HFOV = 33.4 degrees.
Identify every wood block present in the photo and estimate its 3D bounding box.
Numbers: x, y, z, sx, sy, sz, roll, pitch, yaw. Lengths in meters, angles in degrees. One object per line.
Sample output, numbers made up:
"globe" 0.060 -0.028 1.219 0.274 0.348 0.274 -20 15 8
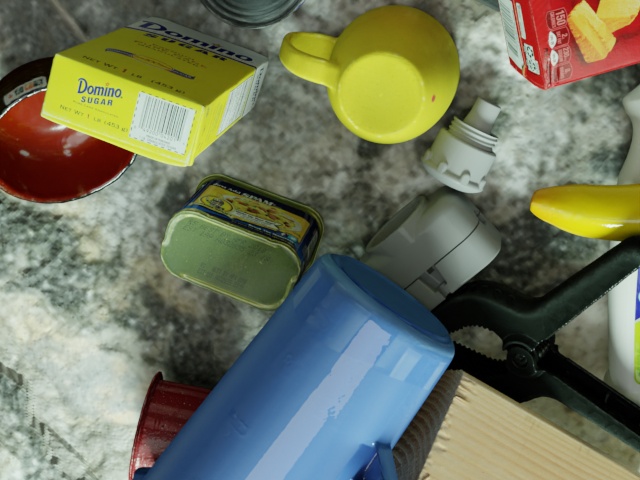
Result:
"wood block" 0.144 0.177 0.739 0.206 0.090 0.090 31 74 -14

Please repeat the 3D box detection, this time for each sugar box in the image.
"sugar box" -0.097 -0.101 0.680 0.093 0.176 0.048 20 113 2

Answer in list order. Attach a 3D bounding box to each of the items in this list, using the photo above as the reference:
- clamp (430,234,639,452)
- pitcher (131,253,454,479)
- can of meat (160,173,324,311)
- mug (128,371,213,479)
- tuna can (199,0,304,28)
"clamp" 0.151 0.081 0.727 0.210 0.036 0.164 -8 109 41
"pitcher" -0.016 0.139 0.695 0.149 0.145 0.243 34 100 -7
"can of meat" -0.055 0.001 0.756 0.102 0.084 0.057 21 111 2
"mug" -0.096 0.163 0.822 0.081 0.093 0.117 11 127 1
"tuna can" -0.044 -0.187 0.716 0.086 0.033 0.086 3 109 9
